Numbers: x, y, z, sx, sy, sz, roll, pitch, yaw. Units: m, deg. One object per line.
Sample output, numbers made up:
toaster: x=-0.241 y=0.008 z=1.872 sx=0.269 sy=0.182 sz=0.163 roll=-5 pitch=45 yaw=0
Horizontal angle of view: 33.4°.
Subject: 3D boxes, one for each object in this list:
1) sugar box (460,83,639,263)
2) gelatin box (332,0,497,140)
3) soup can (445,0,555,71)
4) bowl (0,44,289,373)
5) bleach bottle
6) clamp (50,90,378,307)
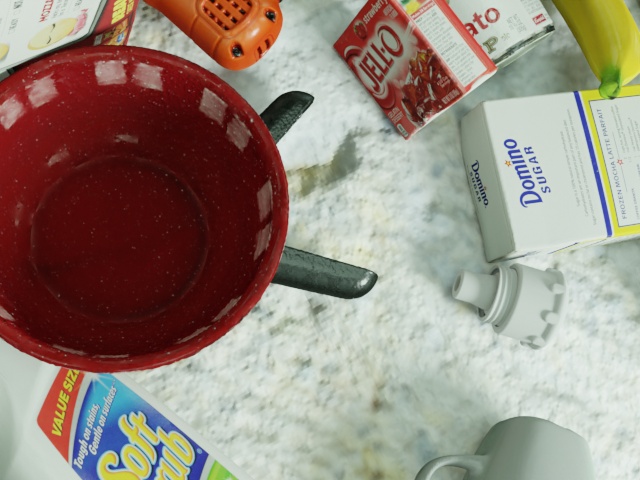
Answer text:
sugar box: x=0.177 y=-0.045 z=0.651 sx=0.176 sy=0.048 sz=0.093 roll=-8 pitch=81 yaw=-15
gelatin box: x=0.049 y=-0.103 z=0.597 sx=0.030 sy=0.089 sz=0.073 roll=-38 pitch=92 yaw=-20
soup can: x=0.084 y=-0.149 z=0.630 sx=0.068 sy=0.069 sz=0.102 roll=-32 pitch=90 yaw=-21
bowl: x=-0.097 y=-0.010 z=0.513 sx=0.162 sy=0.055 sz=0.162 roll=2 pitch=71 yaw=-7
bleach bottle: x=-0.105 y=0.115 z=0.506 sx=0.251 sy=0.068 sz=0.102 roll=42 pitch=41 yaw=-4
clamp: x=-0.054 y=0.001 z=0.568 sx=0.171 sy=0.039 sz=0.120 roll=-26 pitch=78 yaw=-15
